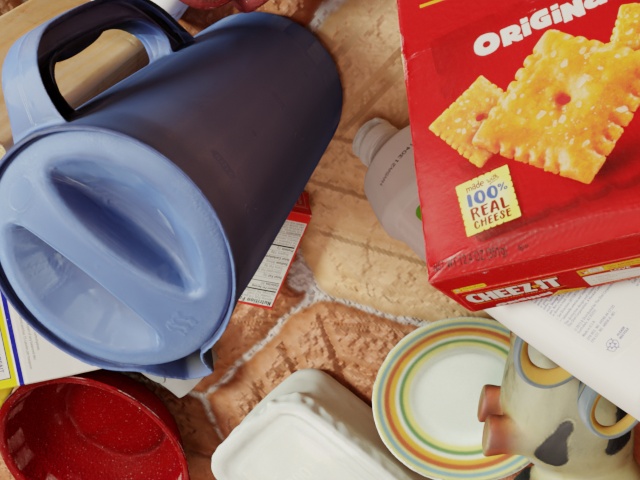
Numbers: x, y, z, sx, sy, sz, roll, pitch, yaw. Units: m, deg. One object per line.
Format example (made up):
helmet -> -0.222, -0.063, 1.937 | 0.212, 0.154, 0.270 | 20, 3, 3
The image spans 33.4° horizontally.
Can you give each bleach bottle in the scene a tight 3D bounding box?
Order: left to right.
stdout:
bleach bottle -> 0.116, -0.008, 0.609 | 0.251, 0.102, 0.068 | 39, 175, 36

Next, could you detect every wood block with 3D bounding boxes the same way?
wood block -> -0.174, -0.072, 0.640 | 0.090, 0.205, 0.091 | 18, 122, 8

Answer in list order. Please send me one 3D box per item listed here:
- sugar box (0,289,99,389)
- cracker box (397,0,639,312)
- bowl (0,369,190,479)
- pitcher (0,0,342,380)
sugar box -> -0.251, 0.063, 0.778 | 0.176, 0.048, 0.093 | -11, 100, -15
cracker box -> 0.127, -0.087, 0.534 | 0.164, 0.072, 0.213 | -14, 68, 25
bowl -> -0.173, 0.157, 0.853 | 0.162, 0.055, 0.162 | 7, 123, 11
pitcher -> -0.073, -0.053, 0.593 | 0.145, 0.242, 0.149 | 23, 123, 6
